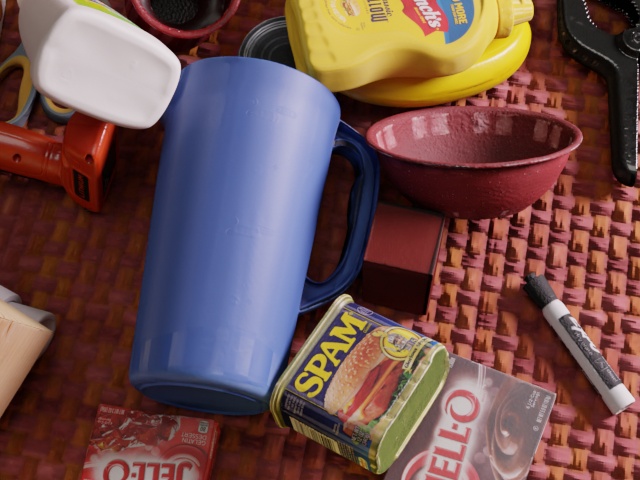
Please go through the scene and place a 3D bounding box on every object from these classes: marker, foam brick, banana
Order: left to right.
[{"bbox_3d":[0.061,0.014,0.794,0.051,0.078,0.053,11,65,7],"label":"foam brick"},{"bbox_3d":[0.102,-0.144,0.877,0.197,0.037,0.070,-23,59,-19],"label":"banana"},{"bbox_3d":[0.189,0.074,0.793,0.020,0.020,0.121,-29,68,-10],"label":"marker"}]

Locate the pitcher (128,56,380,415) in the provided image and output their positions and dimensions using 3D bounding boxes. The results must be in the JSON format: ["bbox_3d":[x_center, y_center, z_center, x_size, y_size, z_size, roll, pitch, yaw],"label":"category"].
[{"bbox_3d":[-0.055,0.001,0.783,0.149,0.144,0.243,-3,67,27],"label":"pitcher"}]

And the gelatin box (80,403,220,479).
[{"bbox_3d":[-0.122,0.160,0.761,0.089,0.030,0.073,8,67,6],"label":"gelatin box"}]

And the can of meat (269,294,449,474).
[{"bbox_3d":[0.029,0.099,0.733,0.084,0.057,0.102,24,62,26],"label":"can of meat"}]

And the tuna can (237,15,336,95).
[{"bbox_3d":[-0.026,-0.144,0.890,0.086,0.034,0.086,-1,66,2],"label":"tuna can"}]

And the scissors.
[{"bbox_3d":[-0.229,-0.178,0.924,0.096,0.016,0.201,12,67,6],"label":"scissors"}]

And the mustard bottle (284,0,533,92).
[{"bbox_3d":[0.073,-0.170,0.833,0.191,0.058,0.096,-8,59,-9],"label":"mustard bottle"}]

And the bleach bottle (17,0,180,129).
[{"bbox_3d":[-0.190,-0.163,0.812,0.068,0.102,0.251,-61,34,12],"label":"bleach bottle"}]

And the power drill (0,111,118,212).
[{"bbox_3d":[-0.249,-0.091,0.805,0.187,0.184,0.057,16,67,-1],"label":"power drill"}]

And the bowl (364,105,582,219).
[{"bbox_3d":[0.114,-0.056,0.808,0.162,0.162,0.055,-2,111,1],"label":"bowl"}]

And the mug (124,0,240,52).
[{"bbox_3d":[-0.126,-0.212,0.880,0.117,0.082,0.093,46,77,-9],"label":"mug"}]

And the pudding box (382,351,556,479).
[{"bbox_3d":[0.104,0.145,0.754,0.090,0.039,0.113,21,68,12],"label":"pudding box"}]
